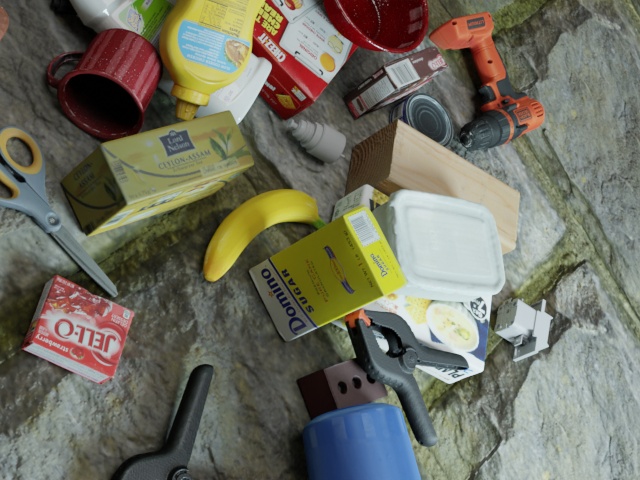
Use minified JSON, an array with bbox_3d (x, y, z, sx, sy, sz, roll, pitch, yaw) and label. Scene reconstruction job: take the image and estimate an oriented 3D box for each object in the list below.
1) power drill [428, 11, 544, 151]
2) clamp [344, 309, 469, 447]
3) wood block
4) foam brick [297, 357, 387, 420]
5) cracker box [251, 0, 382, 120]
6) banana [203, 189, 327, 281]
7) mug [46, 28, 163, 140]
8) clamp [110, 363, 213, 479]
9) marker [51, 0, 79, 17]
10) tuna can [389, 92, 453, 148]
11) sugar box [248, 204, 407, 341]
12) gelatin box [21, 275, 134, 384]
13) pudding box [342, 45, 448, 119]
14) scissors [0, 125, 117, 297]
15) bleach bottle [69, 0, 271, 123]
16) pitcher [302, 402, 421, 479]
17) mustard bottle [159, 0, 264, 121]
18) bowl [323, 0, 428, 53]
[{"bbox_3d":[0.225,-0.222,1.502,0.184,0.057,0.187,-23,88,-46],"label":"power drill"},{"bbox_3d":[0.089,0.143,1.166,0.171,0.039,0.120,35,51,-22],"label":"clamp"},{"bbox_3d":[0.141,-0.054,1.332,0.205,0.091,0.090,28,56,-27],"label":"wood block"},{"bbox_3d":[0.025,0.161,1.165,0.078,0.051,0.053,-14,79,-42],"label":"foam brick"},{"bbox_3d":[-0.034,-0.274,1.307,0.164,0.072,0.213,45,50,-13],"label":"cracker box"},{"bbox_3d":[-0.064,-0.016,1.187,0.197,0.037,0.069,-23,84,-43],"label":"banana"},{"bbox_3d":[-0.224,-0.167,1.104,0.117,0.093,0.081,13,50,7],"label":"mug"},{"bbox_3d":[-0.128,0.239,1.016,0.164,0.036,0.209,53,50,-6],"label":"clamp"},{"bbox_3d":[-0.236,-0.246,1.167,0.120,0.020,0.020,9,65,-36],"label":"marker"},{"bbox_3d":[0.134,-0.152,1.411,0.086,0.034,0.086,17,60,-32],"label":"tuna can"},{"bbox_3d":[0.003,0.038,1.120,0.048,0.177,0.093,-23,85,-45],"label":"sugar box"},{"bbox_3d":[-0.228,0.085,1.012,0.089,0.030,0.073,30,54,-25],"label":"gelatin box"},{"bbox_3d":[0.096,-0.202,1.366,0.113,0.090,0.039,-26,86,-42],"label":"pudding box"},{"bbox_3d":[-0.263,-0.037,1.051,0.201,0.016,0.096,38,51,-20],"label":"scissors"},{"bbox_3d":[-0.175,-0.230,1.160,0.250,0.068,0.102,39,62,-24],"label":"bleach bottle"},{"bbox_3d":[0.045,0.294,1.074,0.149,0.145,0.243,41,34,-65],"label":"pitcher"},{"bbox_3d":[-0.115,-0.217,1.108,0.096,0.058,0.192,14,98,-31],"label":"mustard bottle"},{"bbox_3d":[0.056,-0.292,1.299,0.161,0.055,0.162,16,63,-34],"label":"bowl"}]
